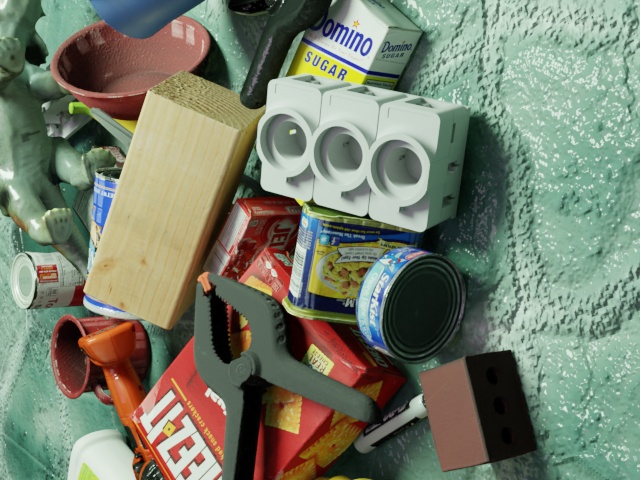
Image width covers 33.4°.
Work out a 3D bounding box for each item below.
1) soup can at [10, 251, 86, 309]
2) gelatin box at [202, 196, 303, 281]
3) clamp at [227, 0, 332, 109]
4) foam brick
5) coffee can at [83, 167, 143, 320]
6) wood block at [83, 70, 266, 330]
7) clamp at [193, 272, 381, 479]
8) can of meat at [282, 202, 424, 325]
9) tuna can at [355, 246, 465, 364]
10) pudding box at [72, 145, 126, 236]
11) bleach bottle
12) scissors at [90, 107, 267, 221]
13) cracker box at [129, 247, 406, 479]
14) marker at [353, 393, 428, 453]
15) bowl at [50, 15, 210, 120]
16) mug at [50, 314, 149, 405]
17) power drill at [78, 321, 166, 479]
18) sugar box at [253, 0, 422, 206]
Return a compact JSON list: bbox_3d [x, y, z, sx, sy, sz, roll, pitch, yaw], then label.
[{"bbox_3d":[-0.299,0.044,1.242,0.069,0.102,0.068,3,94,50],"label":"soup can"},{"bbox_3d":[-0.056,0.001,0.968,0.030,0.073,0.089,54,129,33],"label":"gelatin box"},{"bbox_3d":[-0.029,-0.189,0.892,0.172,0.039,0.120,-32,62,54],"label":"clamp"},{"bbox_3d":[0.115,0.125,0.782,0.051,0.052,0.078,-26,72,48],"label":"foam brick"},{"bbox_3d":[-0.188,0.002,1.104,0.103,0.102,0.140,20,107,48],"label":"coffee can"},{"bbox_3d":[-0.131,-0.037,0.970,0.090,0.090,0.206,24,113,3],"label":"wood block"},{"bbox_3d":[-0.043,0.105,0.855,0.165,0.036,0.210,-35,58,23],"label":"clamp"},{"bbox_3d":[0.027,0.020,0.846,0.057,0.102,0.084,-131,50,-73],"label":"can of meat"},{"bbox_3d":[0.068,0.048,0.809,0.034,0.085,0.086,19,106,50],"label":"tuna can"},{"bbox_3d":[-0.235,-0.041,1.211,0.114,0.039,0.090,51,129,38],"label":"pudding box"},{"bbox_3d":[-0.187,0.312,1.151,0.251,0.067,0.103,33,119,42],"label":"bleach bottle"},{"bbox_3d":[-0.127,-0.071,1.021,0.096,0.016,0.201,-34,98,29],"label":"scissors"},{"bbox_3d":[-0.053,0.137,0.924,0.214,0.072,0.164,-51,52,14],"label":"cracker box"},{"bbox_3d":[0.068,0.143,0.866,0.121,0.020,0.020,-41,61,43],"label":"marker"},{"bbox_3d":[-0.187,-0.169,1.081,0.162,0.162,0.055,41,151,41],"label":"bowl"},{"bbox_3d":[-0.239,0.135,1.190,0.117,0.081,0.093,54,130,34],"label":"mug"},{"bbox_3d":[-0.183,0.177,1.074,0.187,0.057,0.185,71,162,-3],"label":"power drill"},{"bbox_3d":[0.010,-0.125,0.903,0.093,0.048,0.176,50,129,37],"label":"sugar box"}]
